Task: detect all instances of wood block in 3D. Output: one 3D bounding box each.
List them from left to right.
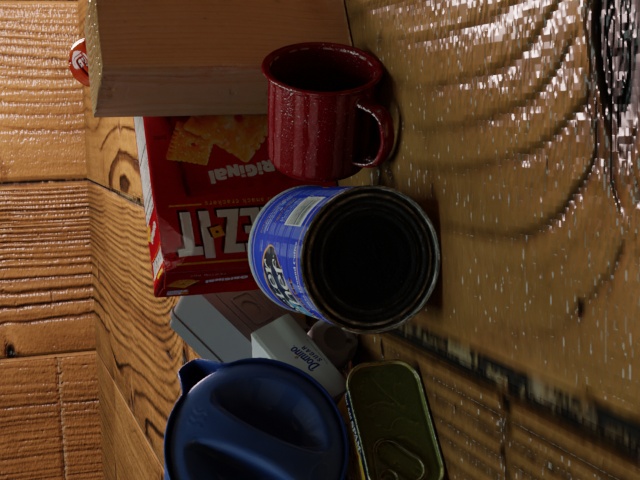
[{"bbox_3d":[-0.087,-0.163,0.892,0.090,0.205,0.091,127,136,-64],"label":"wood block"}]

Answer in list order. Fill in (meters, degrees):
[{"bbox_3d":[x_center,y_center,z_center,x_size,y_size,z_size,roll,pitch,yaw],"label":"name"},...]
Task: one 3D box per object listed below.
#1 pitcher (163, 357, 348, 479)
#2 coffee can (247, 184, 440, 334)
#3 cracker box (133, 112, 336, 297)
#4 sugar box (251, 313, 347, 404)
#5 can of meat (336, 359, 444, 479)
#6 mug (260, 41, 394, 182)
[{"bbox_3d":[-0.059,0.201,0.854,0.243,0.145,0.149,113,163,-63],"label":"pitcher"},{"bbox_3d":[0.013,0.010,0.788,0.140,0.102,0.103,-172,79,-72],"label":"coffee can"},{"bbox_3d":[-0.076,-0.066,0.948,0.072,0.164,0.214,121,141,-64],"label":"cracker box"},{"bbox_3d":[-0.018,0.152,0.925,0.093,0.048,0.176,48,150,31],"label":"sugar box"},{"bbox_3d":[0.045,0.153,0.795,0.084,0.057,0.102,113,148,-57],"label":"can of meat"},{"bbox_3d":[0.009,-0.094,0.826,0.117,0.093,0.081,26,131,30],"label":"mug"}]
